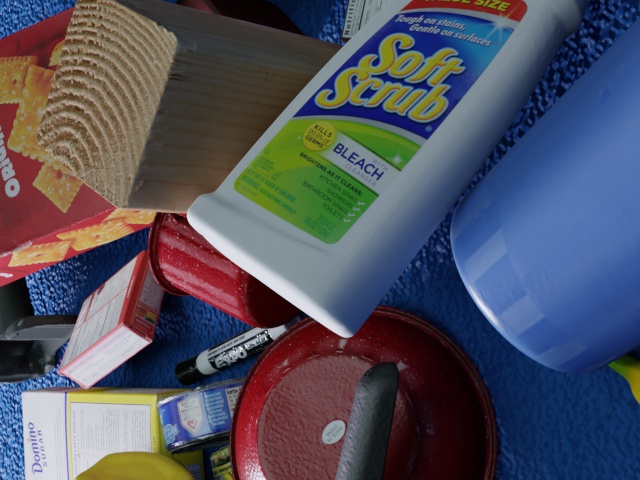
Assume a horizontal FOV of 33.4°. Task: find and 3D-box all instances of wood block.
[{"bbox_3d":[-0.038,-0.069,0.596,0.090,0.205,0.091,35,111,38],"label":"wood block"}]

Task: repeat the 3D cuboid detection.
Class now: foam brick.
[{"bbox_3d":[-0.058,-0.130,0.705,0.053,0.078,0.051,52,121,34],"label":"foam brick"}]

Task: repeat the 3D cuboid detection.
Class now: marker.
[{"bbox_3d":[-0.060,0.076,0.737,0.121,0.020,0.020,-28,69,38],"label":"marker"}]

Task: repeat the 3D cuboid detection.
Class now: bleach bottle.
[{"bbox_3d":[0.049,-0.080,0.530,0.103,0.068,0.251,33,82,28],"label":"bleach bottle"}]

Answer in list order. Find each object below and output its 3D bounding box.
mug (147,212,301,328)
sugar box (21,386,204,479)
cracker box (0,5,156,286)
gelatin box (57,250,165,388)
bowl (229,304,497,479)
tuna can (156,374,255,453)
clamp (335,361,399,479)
[{"bbox_3d":[-0.054,0.001,0.675,0.082,0.117,0.093,24,77,36],"label":"mug"},{"bbox_3d":[-0.160,0.158,0.808,0.177,0.048,0.093,-6,86,45],"label":"sugar box"},{"bbox_3d":[-0.210,-0.069,0.794,0.214,0.072,0.164,-20,73,13],"label":"cracker box"},{"bbox_3d":[-0.152,0.060,0.793,0.089,0.030,0.073,-37,30,35],"label":"gelatin box"},{"bbox_3d":[0.015,0.111,0.597,0.162,0.055,0.162,-4,76,16],"label":"bowl"},{"bbox_3d":[-0.061,0.112,0.691,0.086,0.085,0.034,-25,73,39],"label":"tuna can"},{"bbox_3d":[0.014,0.175,0.539,0.210,0.036,0.164,-37,97,-3],"label":"clamp"}]
